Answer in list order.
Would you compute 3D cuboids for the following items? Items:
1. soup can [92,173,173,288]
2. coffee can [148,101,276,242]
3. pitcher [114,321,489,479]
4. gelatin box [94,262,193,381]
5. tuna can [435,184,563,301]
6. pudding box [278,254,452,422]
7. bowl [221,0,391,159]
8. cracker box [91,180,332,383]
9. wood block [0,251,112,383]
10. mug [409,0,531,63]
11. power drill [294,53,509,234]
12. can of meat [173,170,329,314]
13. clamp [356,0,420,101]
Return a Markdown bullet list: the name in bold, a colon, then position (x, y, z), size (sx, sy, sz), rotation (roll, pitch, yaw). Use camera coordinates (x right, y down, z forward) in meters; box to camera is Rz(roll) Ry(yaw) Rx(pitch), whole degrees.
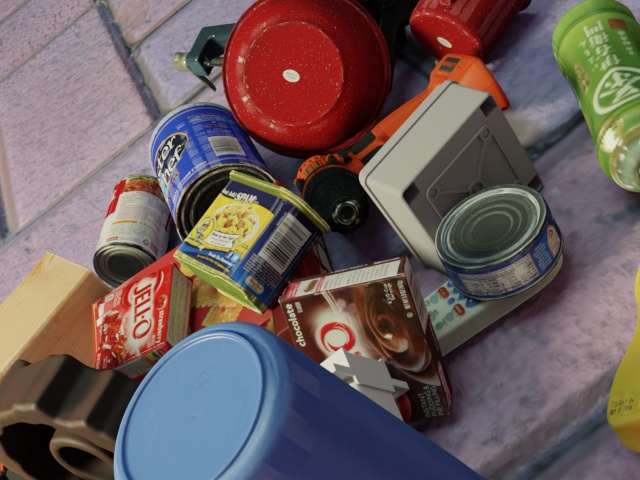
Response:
- **soup can**: position (-0.186, -0.008, 1.073), size (0.069, 0.068, 0.102), rotation (-21, 39, 25)
- **coffee can**: position (-0.102, -0.059, 1.020), size (0.103, 0.102, 0.140), rotation (-37, 35, 4)
- **pitcher**: position (-0.001, 0.146, 0.578), size (0.149, 0.242, 0.145), rotation (-41, 39, 7)
- **gelatin box**: position (-0.142, 0.068, 0.858), size (0.073, 0.030, 0.089), rotation (-25, 41, 22)
- **tuna can**: position (0.125, 0.000, 0.754), size (0.086, 0.033, 0.086), rotation (-22, 36, 17)
- **pudding box**: position (0.033, 0.073, 0.729), size (0.090, 0.113, 0.039), rotation (-13, 18, 17)
- **bowl**: position (-0.019, -0.152, 0.969), size (0.162, 0.162, 0.055), rotation (-29, 3, 15)
- **cracker box**: position (-0.091, 0.064, 0.902), size (0.214, 0.072, 0.164), rotation (-33, 36, 11)
- **wood block**: position (-0.274, 0.123, 0.993), size (0.091, 0.090, 0.206), rotation (15, 62, 50)
- **mug**: position (0.132, -0.218, 0.973), size (0.093, 0.117, 0.081), rotation (26, 73, 24)
- **power drill**: position (0.063, -0.080, 0.893), size (0.187, 0.057, 0.184), rotation (-35, 15, 1)
- **can of meat**: position (-0.055, 0.001, 0.824), size (0.102, 0.057, 0.084), rotation (22, 72, 51)
- **clamp**: position (0.046, -0.227, 1.018), size (0.171, 0.120, 0.039), rotation (-61, 5, -16)
